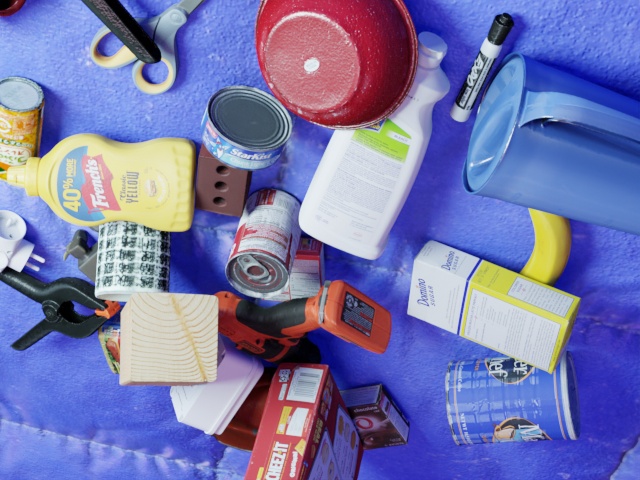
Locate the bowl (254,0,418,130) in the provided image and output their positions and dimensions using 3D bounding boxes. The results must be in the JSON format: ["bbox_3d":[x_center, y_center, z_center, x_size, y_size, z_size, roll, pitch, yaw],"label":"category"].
[{"bbox_3d":[0.003,-0.166,0.948,0.162,0.055,0.162,12,120,21],"label":"bowl"}]

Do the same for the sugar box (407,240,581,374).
[{"bbox_3d":[0.184,0.071,1.155,0.176,0.048,0.093,25,139,20],"label":"sugar box"}]

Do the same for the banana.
[{"bbox_3d":[0.228,0.019,1.140,0.070,0.037,0.198,22,137,18],"label":"banana"}]

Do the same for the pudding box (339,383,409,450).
[{"bbox_3d":[0.048,0.233,1.389,0.114,0.039,0.090,-16,129,26],"label":"pudding box"}]

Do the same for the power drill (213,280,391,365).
[{"bbox_3d":[-0.013,0.104,1.223,0.188,0.057,0.184,-13,148,39],"label":"power drill"}]

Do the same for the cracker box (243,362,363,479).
[{"bbox_3d":[-0.015,0.271,1.280,0.072,0.164,0.213,2,142,19],"label":"cracker box"}]

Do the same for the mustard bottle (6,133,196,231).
[{"bbox_3d":[-0.227,-0.062,1.109,0.191,0.058,0.096,3,106,-3],"label":"mustard bottle"}]

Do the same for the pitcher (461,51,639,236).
[{"bbox_3d":[0.263,-0.074,0.965,0.242,0.149,0.145,16,124,-9],"label":"pitcher"}]

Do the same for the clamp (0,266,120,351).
[{"bbox_3d":[-0.325,0.072,1.289,0.172,0.039,0.120,-10,115,23],"label":"clamp"}]

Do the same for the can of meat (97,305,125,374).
[{"bbox_3d":[-0.223,0.127,1.332,0.084,0.057,0.102,4,135,12],"label":"can of meat"}]

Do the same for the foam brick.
[{"bbox_3d":[-0.098,-0.072,1.106,0.053,0.051,0.078,11,136,1],"label":"foam brick"}]

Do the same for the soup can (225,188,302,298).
[{"bbox_3d":[-0.057,0.001,1.134,0.068,0.102,0.068,6,136,6],"label":"soup can"}]

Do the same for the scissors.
[{"bbox_3d":[-0.130,-0.197,1.014,0.202,0.016,0.096,-17,130,27],"label":"scissors"}]

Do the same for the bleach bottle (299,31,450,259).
[{"bbox_3d":[0.065,-0.094,1.042,0.102,0.068,0.251,22,133,-7],"label":"bleach bottle"}]

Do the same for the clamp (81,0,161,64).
[{"bbox_3d":[-0.213,-0.260,0.939,0.209,0.036,0.165,21,125,-14],"label":"clamp"}]

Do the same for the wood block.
[{"bbox_3d":[-0.170,0.113,1.172,0.090,0.091,0.206,3,170,-13],"label":"wood block"}]

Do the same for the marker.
[{"bbox_3d":[0.149,-0.160,0.986,0.020,0.020,0.121,17,136,-5],"label":"marker"}]

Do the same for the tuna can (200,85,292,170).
[{"bbox_3d":[-0.073,-0.109,1.039,0.086,0.086,0.034,20,137,-7],"label":"tuna can"}]

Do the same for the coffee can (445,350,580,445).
[{"bbox_3d":[0.228,0.186,1.256,0.140,0.102,0.103,-7,133,19],"label":"coffee can"}]

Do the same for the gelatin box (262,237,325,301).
[{"bbox_3d":[-0.032,0.034,1.213,0.073,0.030,0.089,4,138,8],"label":"gelatin box"}]
